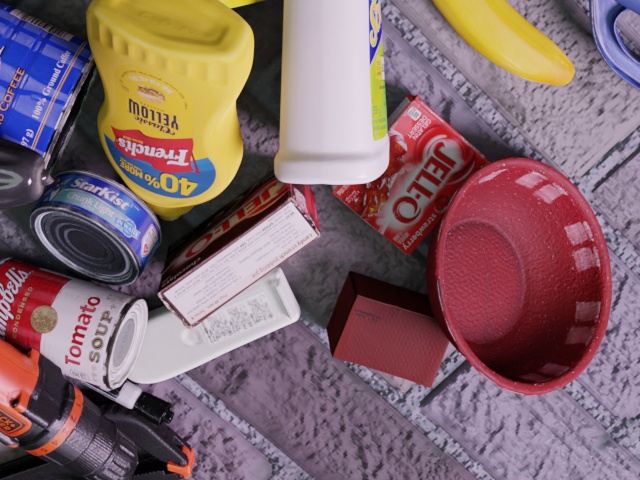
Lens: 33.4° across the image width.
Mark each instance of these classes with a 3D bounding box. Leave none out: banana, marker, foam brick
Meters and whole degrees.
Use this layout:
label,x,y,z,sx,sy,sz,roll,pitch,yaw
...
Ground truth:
label,x,y,z,sx,sy,sz,roll,pitch,yaw
banana,0.102,-0.178,0.705,0.069,0.037,0.198,-27,107,7
marker,-0.161,0.101,0.778,0.121,0.020,0.020,28,105,4
foam brick,0.050,0.064,0.774,0.078,0.051,0.053,19,105,-9

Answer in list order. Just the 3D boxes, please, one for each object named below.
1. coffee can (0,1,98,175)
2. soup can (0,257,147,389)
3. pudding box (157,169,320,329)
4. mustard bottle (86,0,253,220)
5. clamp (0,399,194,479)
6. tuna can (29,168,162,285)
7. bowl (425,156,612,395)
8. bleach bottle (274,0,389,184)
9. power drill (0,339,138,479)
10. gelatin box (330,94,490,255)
label,x,y,z,sx,sy,sz,roll,pitch,yaw
coffee can,-0.223,-0.106,0.680,0.140,0.103,0.103,24,105,-10
soup can,-0.180,0.058,0.740,0.102,0.068,0.068,16,107,9
pudding box,-0.055,0.001,0.729,0.113,0.090,0.039,-37,106,10
mustard bottle,-0.096,-0.075,0.681,0.096,0.058,0.192,20,146,6
clamp,-0.180,0.142,0.796,0.171,0.039,0.120,2,117,-2
tuna can,-0.153,-0.007,0.725,0.086,0.033,0.086,18,147,12
bowl,0.127,0.026,0.740,0.161,0.055,0.162,5,81,-32
bleach bottle,0.008,-0.165,0.664,0.068,0.102,0.251,1,101,11
power drill,-0.244,0.136,0.732,0.188,0.057,0.184,-27,127,23
gelatin box,0.063,-0.046,0.749,0.073,0.030,0.089,39,103,-14
